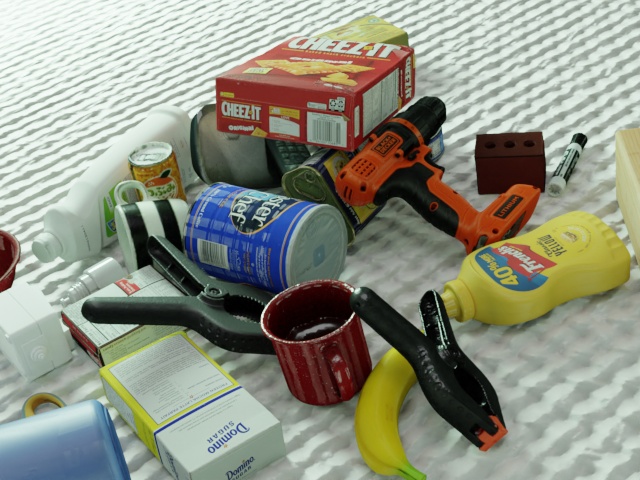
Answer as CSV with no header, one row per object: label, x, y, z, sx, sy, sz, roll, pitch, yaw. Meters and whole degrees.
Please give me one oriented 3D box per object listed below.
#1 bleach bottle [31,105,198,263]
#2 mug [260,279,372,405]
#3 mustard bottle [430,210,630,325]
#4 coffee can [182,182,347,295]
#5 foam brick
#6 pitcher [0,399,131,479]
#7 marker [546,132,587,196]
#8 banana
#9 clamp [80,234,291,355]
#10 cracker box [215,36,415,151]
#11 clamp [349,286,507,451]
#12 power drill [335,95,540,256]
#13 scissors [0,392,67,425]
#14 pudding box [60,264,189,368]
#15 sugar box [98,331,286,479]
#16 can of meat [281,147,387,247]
bleach bottle,-0.242,-0.059,1.250,0.068,0.102,0.250,8,36,35
mug,0.005,0.100,0.958,0.093,0.081,0.117,-23,33,-11
mustard bottle,0.194,0.035,1.029,0.191,0.058,0.096,-20,39,-14
coffee can,-0.057,0.001,1.109,0.141,0.103,0.102,13,40,32
foam brick,0.216,-0.088,1.211,0.078,0.051,0.053,-2,35,13
pitcher,-0.266,0.221,0.823,0.242,0.149,0.145,-18,22,-10
marker,0.284,-0.089,1.224,0.020,0.020,0.121,8,38,25
banana,0.069,0.139,0.934,0.069,0.037,0.197,14,39,4
clamp,-0.109,0.058,1.045,0.210,0.036,0.164,16,29,1
cracker box,0.000,-0.175,1.220,0.164,0.072,0.213,10,27,20
clamp,0.095,0.102,0.913,0.120,0.039,0.171,7,39,-39
power drill,0.135,-0.066,1.138,0.188,0.057,0.184,32,55,19
scissors,-0.246,0.203,0.940,0.096,0.016,0.202,-21,35,-12
pudding box,-0.195,0.079,1.092,0.113,0.039,0.090,-30,40,-24
sugar box,-0.117,0.153,0.953,0.093,0.048,0.176,-26,39,-25
can of meat,0.018,-0.053,1.171,0.058,0.102,0.083,-20,17,44
